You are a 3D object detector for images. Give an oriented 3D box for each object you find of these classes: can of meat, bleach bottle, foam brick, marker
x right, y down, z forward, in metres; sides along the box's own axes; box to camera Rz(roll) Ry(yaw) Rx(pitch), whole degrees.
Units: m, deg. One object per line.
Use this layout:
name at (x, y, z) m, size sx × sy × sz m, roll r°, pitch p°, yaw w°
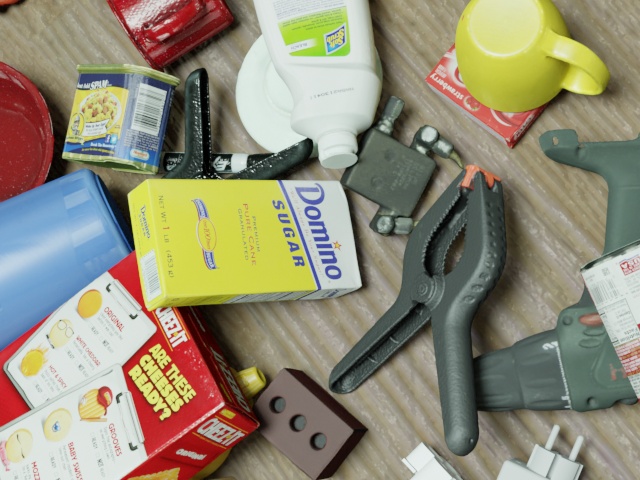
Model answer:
can of meat at (-0.174, -0.105, 0.923) m, size 0.102 × 0.057 × 0.084 m, roll 8°, pitch 86°, yaw 44°
bleach bottle at (-0.009, -0.176, 0.872) m, size 0.103 × 0.068 × 0.251 m, roll -13°, pitch 69°, yaw 14°
foam brick at (-0.011, 0.145, 0.848) m, size 0.078 × 0.051 × 0.053 m, roll 38°, pitch 93°, yaw 19°
marker at (-0.091, -0.067, 0.924) m, size 0.121 × 0.020 × 0.020 m, roll 2°, pitch 82°, yaw 18°

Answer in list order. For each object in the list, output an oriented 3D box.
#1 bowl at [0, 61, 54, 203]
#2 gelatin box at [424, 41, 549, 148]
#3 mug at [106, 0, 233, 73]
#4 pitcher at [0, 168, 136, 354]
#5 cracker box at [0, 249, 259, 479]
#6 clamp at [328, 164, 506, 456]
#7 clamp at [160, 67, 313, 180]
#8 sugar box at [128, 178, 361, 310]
bowl at (-0.306, -0.081, 0.969) m, size 0.162 × 0.055 × 0.162 m, roll -1°, pitch 85°, yaw 12°
gelatin box at (0.141, -0.129, 0.855) m, size 0.089 × 0.030 × 0.073 m, roll 40°, pitch 94°, yaw 19°
mug at (-0.127, -0.198, 0.910) m, size 0.081 × 0.117 × 0.093 m, roll -32°, pitch 113°, yaw 5°
pitcher at (-0.272, 0.046, 0.894) m, size 0.242 × 0.149 × 0.145 m, roll -26°, pitch 74°, yaw -5°
cracker box at (-0.176, 0.135, 0.833) m, size 0.214 × 0.072 × 0.164 m, roll -36°, pitch 57°, yaw 5°
clamp at (0.093, 0.049, 0.795) m, size 0.165 × 0.036 × 0.210 m, roll 29°, pitch 96°, yaw 54°
clamp at (-0.083, -0.045, 0.894) m, size 0.120 × 0.039 × 0.171 m, roll 26°, pitch 108°, yaw 14°
sugar box at (-0.055, 0.001, 0.828) m, size 0.048 × 0.175 × 0.093 m, roll -28°, pitch 69°, yaw 56°
